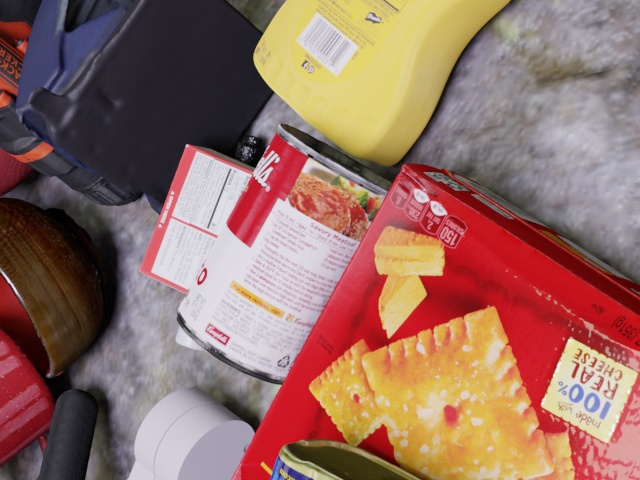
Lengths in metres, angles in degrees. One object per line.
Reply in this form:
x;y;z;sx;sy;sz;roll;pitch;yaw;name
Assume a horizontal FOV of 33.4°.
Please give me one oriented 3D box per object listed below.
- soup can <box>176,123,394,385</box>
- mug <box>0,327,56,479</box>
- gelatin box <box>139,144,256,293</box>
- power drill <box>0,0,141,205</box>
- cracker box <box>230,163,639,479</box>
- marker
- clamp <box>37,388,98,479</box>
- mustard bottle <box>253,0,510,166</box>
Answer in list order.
-0.014;0.007;0.493;0.069;0.068;0.102;37;102;37;soup can
-0.205;0.110;0.639;0.117;0.081;0.093;56;154;-8;mug
-0.040;0.000;0.555;0.089;0.030;0.073;23;97;18;gelatin box
-0.150;-0.133;0.619;0.057;0.184;0.187;-8;56;33;power drill
0.055;0.098;0.447;0.164;0.072;0.214;39;106;37;cracker box
-0.054;0.001;0.588;0.020;0.020;0.121;20;94;40;marker
-0.149;0.188;0.553;0.210;0.036;0.165;-121;46;-73;clamp
0.051;-0.137;0.504;0.096;0.058;0.192;47;111;33;mustard bottle
